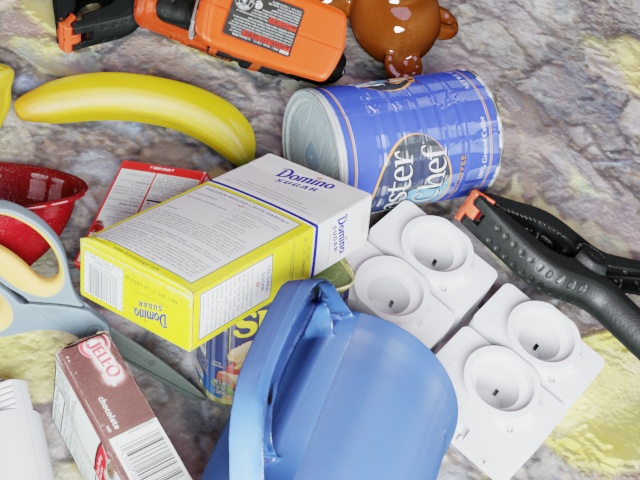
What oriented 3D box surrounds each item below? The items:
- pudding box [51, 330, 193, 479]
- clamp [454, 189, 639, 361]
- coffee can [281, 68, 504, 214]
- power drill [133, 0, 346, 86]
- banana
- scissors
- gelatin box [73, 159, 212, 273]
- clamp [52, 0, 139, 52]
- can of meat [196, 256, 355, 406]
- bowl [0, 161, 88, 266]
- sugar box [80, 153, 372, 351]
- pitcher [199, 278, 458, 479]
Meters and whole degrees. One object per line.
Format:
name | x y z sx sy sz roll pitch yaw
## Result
pudding box | -0.121 0.123 0.635 0.039 0.090 0.113 -21 63 -26
clamp | 0.198 0.022 0.797 0.210 0.036 0.164 33 27 2
coffee can | 0.054 -0.074 0.823 0.140 0.103 0.103 -11 58 -23
power drill | -0.044 -0.157 0.817 0.184 0.188 0.057 15 94 -19
banana | -0.132 -0.098 0.828 0.197 0.037 0.069 16 51 -5
scissors | -0.162 0.060 0.662 0.096 0.201 0.016 -32 32 1
gelatin box | -0.119 -0.008 0.739 0.073 0.030 0.089 9 66 28
clamp | -0.180 -0.223 0.908 0.120 0.039 0.171 27 48 18
can of meat | -0.032 0.056 0.706 0.102 0.084 0.057 -7 32 -20
bowl | -0.234 -0.012 0.696 0.162 0.055 0.162 4 14 -1
sugar box | -0.054 0.001 0.667 0.093 0.048 0.175 24 31 30
pitcher | -0.013 0.143 0.571 0.149 0.145 0.242 36 32 -4
